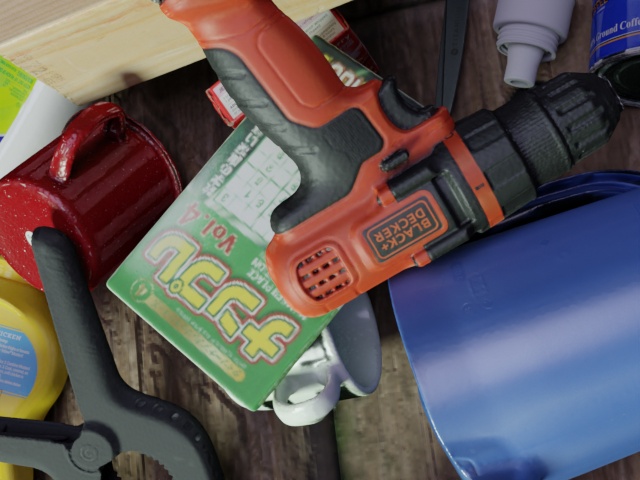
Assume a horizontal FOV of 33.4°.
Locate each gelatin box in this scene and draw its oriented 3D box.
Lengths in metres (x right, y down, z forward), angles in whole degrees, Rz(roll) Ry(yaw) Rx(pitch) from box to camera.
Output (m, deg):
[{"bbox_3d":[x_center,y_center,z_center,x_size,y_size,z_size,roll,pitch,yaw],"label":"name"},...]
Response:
[{"bbox_3d":[-0.014,-0.093,0.631,0.089,0.073,0.030,-39,71,7],"label":"gelatin box"}]

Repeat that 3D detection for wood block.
[{"bbox_3d":[-0.071,-0.160,0.579,0.206,0.090,0.091,-18,71,15],"label":"wood block"}]

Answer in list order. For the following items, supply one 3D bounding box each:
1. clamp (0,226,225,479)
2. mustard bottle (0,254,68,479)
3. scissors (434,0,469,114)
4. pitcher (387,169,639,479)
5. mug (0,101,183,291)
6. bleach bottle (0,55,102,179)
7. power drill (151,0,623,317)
[{"bbox_3d":[-0.137,0.115,0.607,0.165,0.036,0.210,-40,99,17],"label":"clamp"},{"bbox_3d":[-0.209,0.086,0.665,0.096,0.058,0.191,14,84,12],"label":"mustard bottle"},{"bbox_3d":[0.069,-0.170,0.650,0.096,0.016,0.202,21,86,21],"label":"scissors"},{"bbox_3d":[0.161,0.027,0.534,0.243,0.145,0.149,-21,86,9],"label":"pitcher"},{"bbox_3d":[-0.138,-0.028,0.622,0.093,0.081,0.117,31,134,10],"label":"mug"},{"bbox_3d":[-0.235,-0.025,0.693,0.103,0.068,0.251,31,92,24],"label":"bleach bottle"},{"bbox_3d":[0.024,-0.079,0.491,0.184,0.057,0.187,-31,102,3],"label":"power drill"}]
